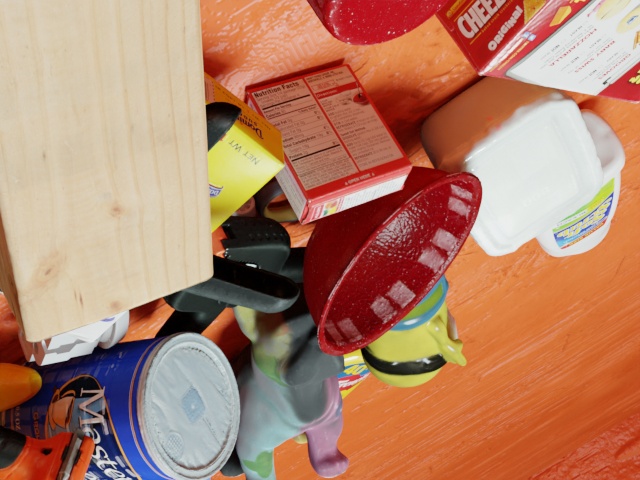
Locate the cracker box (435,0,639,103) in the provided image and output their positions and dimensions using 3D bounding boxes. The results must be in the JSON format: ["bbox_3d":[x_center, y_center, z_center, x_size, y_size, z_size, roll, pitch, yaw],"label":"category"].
[{"bbox_3d":[0.196,-0.174,0.685,0.213,0.072,0.164,-2,144,-48],"label":"cracker box"}]

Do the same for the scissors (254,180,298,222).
[{"bbox_3d":[0.011,-0.027,0.828,0.096,0.016,0.201,-30,156,4],"label":"scissors"}]

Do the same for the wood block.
[{"bbox_3d":[-0.104,-0.073,0.431,0.090,0.091,0.206,-20,133,-24],"label":"wood block"}]

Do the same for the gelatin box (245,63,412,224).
[{"bbox_3d":[0.003,-0.062,0.659,0.073,0.089,0.030,-20,155,-22],"label":"gelatin box"}]

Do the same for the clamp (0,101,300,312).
[{"bbox_3d":[-0.097,0.006,0.576,0.172,0.120,0.039,-19,-163,17],"label":"clamp"}]

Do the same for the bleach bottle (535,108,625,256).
[{"bbox_3d":[0.243,-0.038,1.015,0.102,0.068,0.250,-33,158,9],"label":"bleach bottle"}]

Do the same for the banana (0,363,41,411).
[{"bbox_3d":[-0.270,0.142,0.774,0.198,0.070,0.037,-50,167,22],"label":"banana"}]

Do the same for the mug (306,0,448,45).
[{"bbox_3d":[0.030,-0.156,0.515,0.117,0.081,0.093,-34,156,8],"label":"mug"}]

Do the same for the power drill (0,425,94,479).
[{"bbox_3d":[-0.257,0.158,0.709,0.187,0.057,0.185,20,129,-10],"label":"power drill"}]

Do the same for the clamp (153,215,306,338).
[{"bbox_3d":[-0.070,0.031,0.755,0.164,0.036,0.210,-30,164,3],"label":"clamp"}]

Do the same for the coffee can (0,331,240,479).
[{"bbox_3d":[-0.144,0.124,0.770,0.141,0.103,0.102,-10,169,33],"label":"coffee can"}]

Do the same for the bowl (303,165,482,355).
[{"bbox_3d":[0.040,0.003,0.749,0.162,0.055,0.162,-38,154,-23],"label":"bowl"}]
